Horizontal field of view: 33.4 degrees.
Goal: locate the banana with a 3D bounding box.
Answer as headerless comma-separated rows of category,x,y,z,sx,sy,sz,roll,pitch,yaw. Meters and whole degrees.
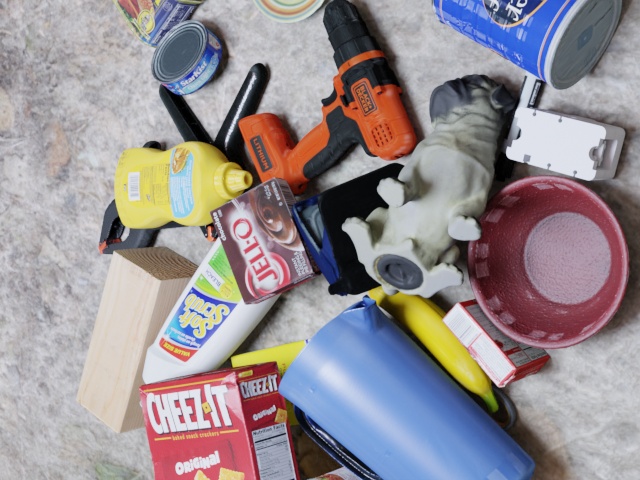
banana,0.108,0.093,1.079,0.198,0.037,0.070,47,150,34

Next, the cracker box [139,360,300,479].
cracker box,-0.104,0.246,1.132,0.164,0.071,0.214,-15,85,41

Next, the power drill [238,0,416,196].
power drill,-0.001,-0.143,1.156,0.188,0.057,0.184,-30,76,34

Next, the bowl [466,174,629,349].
bowl,0.221,0.019,1.004,0.162,0.055,0.162,3,95,37

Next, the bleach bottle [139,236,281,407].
bleach bottle,-0.128,0.102,1.233,0.103,0.068,0.251,40,104,28

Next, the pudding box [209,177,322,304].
pudding box,-0.057,0.001,1.143,0.090,0.039,0.113,-26,77,22

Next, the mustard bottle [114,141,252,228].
mustard bottle,-0.154,-0.064,1.227,0.192,0.058,0.096,-2,87,39

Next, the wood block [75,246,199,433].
wood block,-0.220,0.120,1.320,0.090,0.090,0.206,29,110,33

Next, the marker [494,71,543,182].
marker,0.193,-0.115,1.037,0.020,0.020,0.121,27,109,32

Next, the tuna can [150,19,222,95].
tuna can,-0.158,-0.215,1.262,0.086,0.033,0.086,-19,56,29

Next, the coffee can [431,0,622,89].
coffee can,0.188,-0.216,0.981,0.140,0.102,0.103,37,114,29

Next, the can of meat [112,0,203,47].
can of meat,-0.200,-0.297,1.295,0.084,0.057,0.102,-46,66,33

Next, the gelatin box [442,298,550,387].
gelatin box,0.170,0.097,1.037,0.089,0.073,0.030,50,121,22

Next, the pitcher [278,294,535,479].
pitcher,0.082,0.184,1.053,0.243,0.149,0.145,42,84,14

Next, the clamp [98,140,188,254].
clamp,-0.230,-0.044,1.346,0.172,0.039,0.120,-30,72,34

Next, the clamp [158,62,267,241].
clamp,-0.119,-0.105,1.260,0.165,0.036,0.210,-12,82,37

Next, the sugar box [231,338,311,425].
sugar box,-0.015,0.157,1.197,0.177,0.048,0.093,-18,82,37
